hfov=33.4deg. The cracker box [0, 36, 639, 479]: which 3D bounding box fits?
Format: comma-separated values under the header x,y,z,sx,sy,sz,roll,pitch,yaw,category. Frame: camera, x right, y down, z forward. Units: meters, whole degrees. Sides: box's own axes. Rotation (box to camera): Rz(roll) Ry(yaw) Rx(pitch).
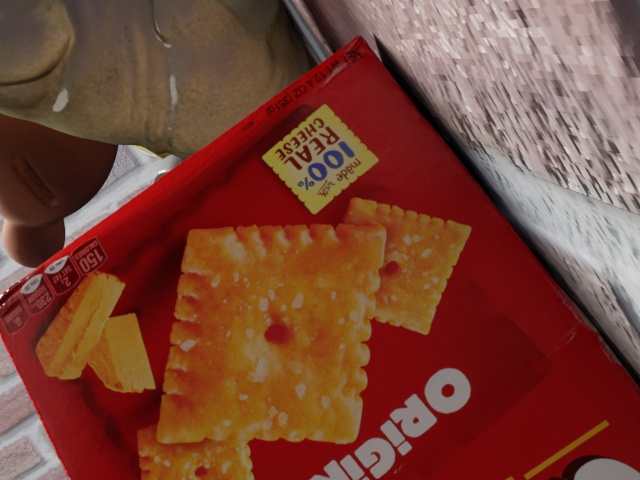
x,y,z,sx,sy,sz,roll,pitch,yaw,category
0.009,0.064,0.347,0.214,0.164,0.072,56,-178,24,cracker box
